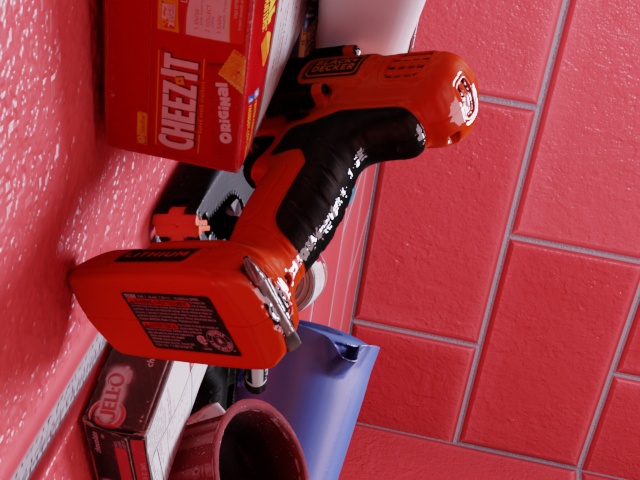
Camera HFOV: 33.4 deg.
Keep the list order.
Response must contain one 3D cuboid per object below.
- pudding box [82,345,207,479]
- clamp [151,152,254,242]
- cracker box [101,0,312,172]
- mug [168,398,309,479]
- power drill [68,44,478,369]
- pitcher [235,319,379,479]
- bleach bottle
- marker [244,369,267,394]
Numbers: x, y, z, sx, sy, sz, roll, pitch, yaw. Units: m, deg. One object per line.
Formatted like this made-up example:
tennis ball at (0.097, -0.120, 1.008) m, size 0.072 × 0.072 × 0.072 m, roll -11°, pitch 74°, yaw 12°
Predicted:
pudding box at (-0.094, 0.080, 0.594) m, size 0.090 × 0.039 × 0.113 m, roll 96°, pitch 9°, yaw -51°
clamp at (-0.055, 0.001, 0.694) m, size 0.209 × 0.036 × 0.164 m, roll -27°, pitch 116°, yaw -74°
cracker box at (-0.038, -0.161, 0.496) m, size 0.213 × 0.072 × 0.164 m, roll -75°, pitch 175°, yaw -49°
mug at (-0.060, 0.148, 0.663) m, size 0.117 × 0.082 × 0.093 m, roll -28°, pitch 97°, yaw -59°
power drill at (-0.036, -0.026, 0.515) m, size 0.187 × 0.185 × 0.057 m, roll -56°, pitch 131°, yaw -36°
pitcher at (-0.040, 0.197, 1.040) m, size 0.149 × 0.145 × 0.243 m, roll 33°, pitch 71°, yaw -71°
bleach bottle at (0.028, -0.134, 0.562) m, size 0.251 × 0.068 × 0.102 m, roll 102°, pitch 1°, yaw -67°
marker at (-0.049, 0.098, 0.810) m, size 0.121 × 0.020 × 0.020 m, roll 101°, pitch 2°, yaw -71°
